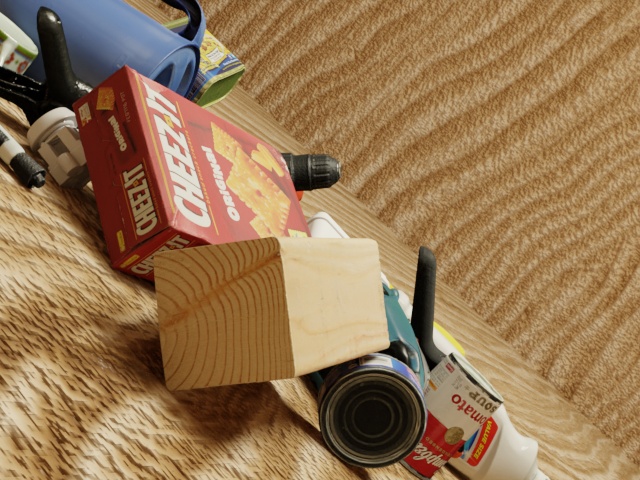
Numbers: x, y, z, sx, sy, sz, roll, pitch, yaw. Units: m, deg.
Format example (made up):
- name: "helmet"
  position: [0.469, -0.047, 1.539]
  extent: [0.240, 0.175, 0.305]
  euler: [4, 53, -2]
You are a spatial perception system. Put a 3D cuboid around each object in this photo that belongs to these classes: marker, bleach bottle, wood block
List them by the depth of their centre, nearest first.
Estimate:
- name: "wood block"
  position: [-0.026, 0.046, 0.754]
  extent: [0.205, 0.091, 0.090]
  euler: [1, 81, -70]
- name: "marker"
  position: [-0.251, -0.083, 0.814]
  extent: [0.121, 0.020, 0.020]
  euler: [44, 7, 14]
- name: "bleach bottle"
  position: [0.140, 0.169, 1.096]
  extent: [0.251, 0.102, 0.068]
  euler: [41, 0, -2]

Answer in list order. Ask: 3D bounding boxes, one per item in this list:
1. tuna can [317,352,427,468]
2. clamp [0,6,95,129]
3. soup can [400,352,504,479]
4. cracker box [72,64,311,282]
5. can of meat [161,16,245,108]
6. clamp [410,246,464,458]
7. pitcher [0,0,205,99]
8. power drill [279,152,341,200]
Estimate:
- name: "tuna can"
  position: [0.040, 0.133, 0.834]
  extent: [0.086, 0.086, 0.034]
  euler: [41, 9, -8]
- name: "clamp"
  position: [-0.241, -0.124, 0.922]
  extent: [0.171, 0.120, 0.039]
  euler: [62, 32, -46]
- name: "soup can"
  position: [0.111, 0.162, 0.985]
  extent: [0.068, 0.102, 0.068]
  euler: [42, 7, -6]
- name: "cracker box"
  position: [-0.095, -0.034, 0.902]
  extent: [0.213, 0.072, 0.164]
  euler: [26, 37, -52]
- name: "can of meat"
  position: [-0.138, -0.189, 1.147]
  extent: [0.084, 0.058, 0.102]
  euler: [43, 30, 3]
- name: "clamp"
  position: [0.073, 0.124, 1.038]
  extent: [0.210, 0.165, 0.036]
  euler: [64, 19, -12]
- name: "pitcher"
  position: [-0.243, -0.208, 1.059]
  extent: [0.243, 0.145, 0.149]
  euler: [35, 40, 8]
- name: "power drill"
  position: [-0.063, -0.075, 1.303]
  extent: [0.184, 0.057, 0.187]
  euler: [-2, -2, 4]
